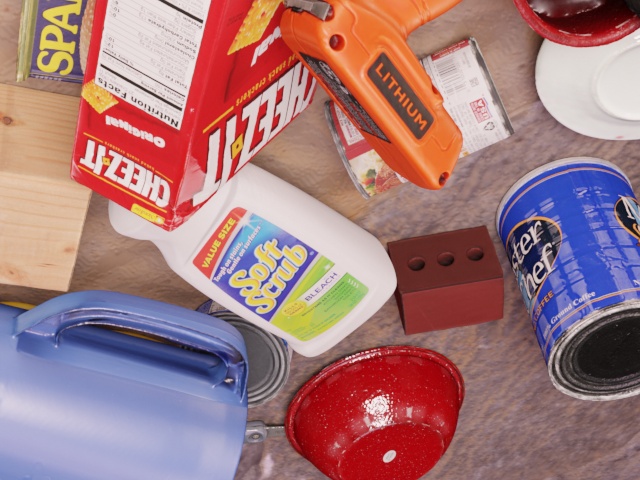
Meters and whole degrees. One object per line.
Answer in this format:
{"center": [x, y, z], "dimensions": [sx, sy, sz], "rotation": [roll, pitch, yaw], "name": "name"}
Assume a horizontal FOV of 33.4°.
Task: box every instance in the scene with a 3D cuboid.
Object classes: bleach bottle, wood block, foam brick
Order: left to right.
{"center": [-0.245, -0.043, 0.632], "dimensions": [0.205, 0.091, 0.090], "rotation": [8, 132, -18], "name": "wood block"}
{"center": [-0.054, 0.001, 0.685], "dimensions": [0.103, 0.068, 0.250], "rotation": [-39, 144, 18], "name": "bleach bottle"}
{"center": [0.093, 0.030, 0.793], "dimensions": [0.078, 0.053, 0.051], "rotation": [-10, 135, -1], "name": "foam brick"}

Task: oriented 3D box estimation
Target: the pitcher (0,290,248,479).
{"center": [-0.174, 0.103, 0.706], "dimensions": [0.242, 0.149, 0.145], "rotation": [21, 165, -23], "name": "pitcher"}

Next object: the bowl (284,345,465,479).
{"center": [0.053, 0.164, 0.907], "dimensions": [0.162, 0.055, 0.162], "rotation": [-8, 132, -9], "name": "bowl"}

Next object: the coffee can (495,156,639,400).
{"center": [0.189, 0.025, 0.742], "dimensions": [0.102, 0.140, 0.103], "rotation": [-5, 135, -5], "name": "coffee can"}

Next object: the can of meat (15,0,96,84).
{"center": [-0.121, -0.132, 0.590], "dimensions": [0.083, 0.057, 0.102], "rotation": [5, 133, -18], "name": "can of meat"}

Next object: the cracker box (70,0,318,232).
{"center": [-0.036, -0.131, 0.526], "dimensions": [0.072, 0.164, 0.214], "rotation": [30, 131, 11], "name": "cracker box"}

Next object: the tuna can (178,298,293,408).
{"center": [-0.064, 0.084, 0.812], "dimensions": [0.086, 0.033, 0.086], "rotation": [3, 117, 5], "name": "tuna can"}

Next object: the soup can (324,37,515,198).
{"center": [0.062, -0.077, 0.670], "dimensions": [0.102, 0.068, 0.068], "rotation": [-23, 134, 12], "name": "soup can"}

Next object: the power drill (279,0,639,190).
{"center": [0.088, -0.114, 0.493], "dimensions": [0.187, 0.057, 0.184], "rotation": [-46, 116, -5], "name": "power drill"}
